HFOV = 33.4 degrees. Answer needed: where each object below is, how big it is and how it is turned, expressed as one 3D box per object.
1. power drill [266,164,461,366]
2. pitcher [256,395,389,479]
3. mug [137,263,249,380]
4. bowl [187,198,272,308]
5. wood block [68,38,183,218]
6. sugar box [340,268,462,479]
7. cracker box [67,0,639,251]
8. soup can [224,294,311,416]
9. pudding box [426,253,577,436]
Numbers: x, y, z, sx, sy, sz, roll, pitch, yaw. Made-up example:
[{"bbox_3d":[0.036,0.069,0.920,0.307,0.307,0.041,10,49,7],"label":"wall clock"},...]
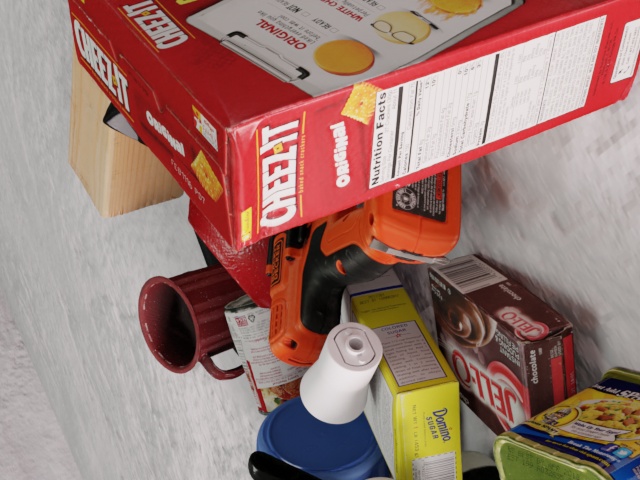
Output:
[{"bbox_3d":[0.021,-0.026,0.684,0.188,0.057,0.184,138,139,-59],"label":"power drill"},{"bbox_3d":[0.012,0.259,0.930,0.145,0.149,0.243,-105,11,-56],"label":"pitcher"},{"bbox_3d":[-0.104,0.077,0.996,0.117,0.081,0.093,53,135,20],"label":"mug"},{"bbox_3d":[-0.056,0.001,0.844,0.162,0.055,0.162,50,177,3],"label":"bowl"},{"bbox_3d":[-0.174,-0.130,0.992,0.090,0.090,0.206,53,146,29],"label":"wood block"},{"bbox_3d":[0.048,0.084,0.727,0.176,0.048,0.093,-111,14,-58],"label":"sugar box"},{"bbox_3d":[0.015,-0.097,0.488,0.164,0.213,0.072,47,149,39],"label":"cracker box"},{"bbox_3d":[-0.039,0.096,0.954,0.069,0.068,0.102,-4,106,66],"label":"soup can"},{"bbox_3d":[0.108,0.069,0.633,0.114,0.039,0.090,-132,29,-60],"label":"pudding box"}]
